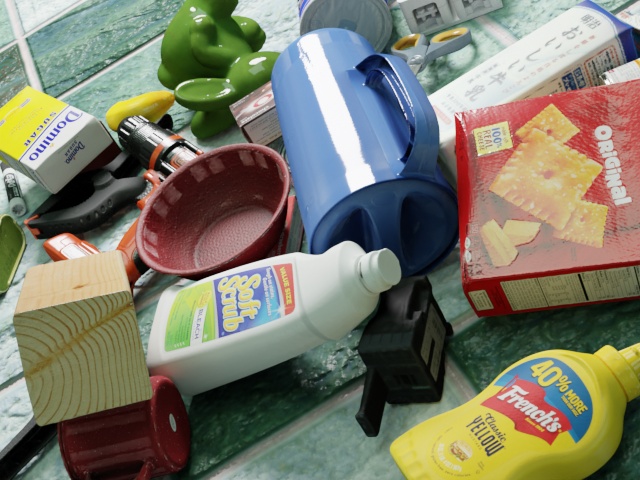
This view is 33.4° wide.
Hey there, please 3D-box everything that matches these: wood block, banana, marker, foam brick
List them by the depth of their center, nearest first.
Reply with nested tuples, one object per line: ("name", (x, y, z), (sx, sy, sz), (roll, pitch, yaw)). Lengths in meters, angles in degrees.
("wood block", (-0.199, 0.073, 0.894), (0.090, 0.090, 0.206), (-12, 10, -10))
("banana", (-0.214, -0.150, 1.234), (0.069, 0.037, 0.198), (-41, 16, -8))
("foam brick", (-0.288, -0.102, 1.273), (0.053, 0.051, 0.078), (18, 59, 43))
("marker", (-0.382, -0.068, 1.322), (0.020, 0.020, 0.121), (-32, 39, -1))

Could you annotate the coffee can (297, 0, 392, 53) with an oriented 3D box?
("coffee can", (0.023, -0.277, 1.222), (0.103, 0.102, 0.140), (-20, 40, 12))

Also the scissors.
("scissors", (0.117, -0.187, 1.092), (0.096, 0.016, 0.202), (-15, 23, 4))

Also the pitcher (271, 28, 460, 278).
("pitcher", (0.034, -0.089, 0.955), (0.149, 0.145, 0.243), (-27, 47, 10))

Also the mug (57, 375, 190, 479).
("mug", (-0.160, 0.166, 0.876), (0.081, 0.093, 0.117), (-14, 34, 13))

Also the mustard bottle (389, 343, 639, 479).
("mustard bottle", (0.150, 0.130, 0.743), (0.191, 0.058, 0.096), (-32, 40, -3))

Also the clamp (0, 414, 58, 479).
("clamp", (-0.225, 0.158, 0.966), (0.120, 0.039, 0.171), (1, 48, 28))

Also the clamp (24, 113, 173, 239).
("clamp", (-0.237, -0.066, 1.214), (0.210, 0.036, 0.164), (-24, 38, 1))

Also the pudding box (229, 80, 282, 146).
("pudding box", (-0.036, -0.147, 1.131), (0.113, 0.039, 0.090), (-34, 23, 2))

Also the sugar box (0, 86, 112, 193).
("sugar box", (-0.325, -0.120, 1.238), (0.093, 0.048, 0.176), (-46, 39, -18))

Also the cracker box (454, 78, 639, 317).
("cracker box", (0.215, -0.038, 0.832), (0.214, 0.072, 0.164), (-9, 59, 20))

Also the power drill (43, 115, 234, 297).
("power drill", (-0.193, -0.033, 1.103), (0.185, 0.057, 0.187), (34, 73, 29))

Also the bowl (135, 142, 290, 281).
("bowl", (-0.091, -0.016, 1.003), (0.162, 0.055, 0.162), (-17, 44, 17))

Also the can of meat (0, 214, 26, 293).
("can of meat", (-0.390, 0.021, 1.203), (0.084, 0.057, 0.102), (-12, 43, 19))

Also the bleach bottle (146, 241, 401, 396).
("bleach bottle", (-0.038, 0.053, 0.878), (0.251, 0.068, 0.102), (-24, 43, 38))

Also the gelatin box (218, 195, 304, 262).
("gelatin box", (-0.057, 0.001, 1.033), (0.073, 0.030, 0.089), (-13, 43, 21))
